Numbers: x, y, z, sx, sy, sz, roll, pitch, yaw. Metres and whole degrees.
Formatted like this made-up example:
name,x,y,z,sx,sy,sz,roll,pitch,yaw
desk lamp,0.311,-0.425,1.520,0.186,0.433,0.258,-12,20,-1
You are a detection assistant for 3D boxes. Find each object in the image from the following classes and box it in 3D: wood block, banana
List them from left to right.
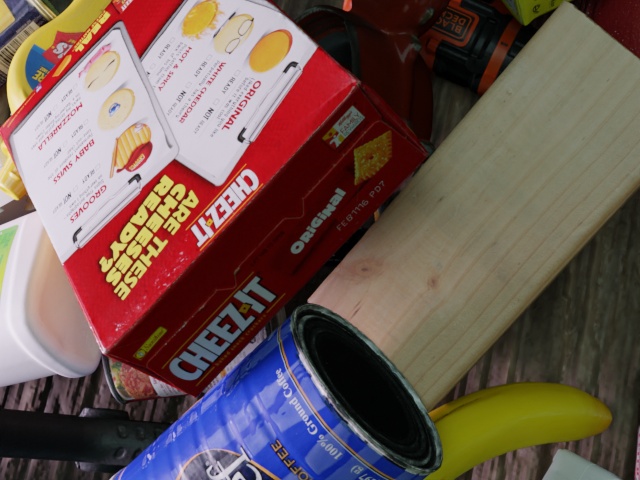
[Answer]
name,x,y,z,sx,sy,sz,roll,pitch,yaw
banana,0.081,0.120,0.591,0.197,0.037,0.069,-28,113,-24
wood block,0.101,-0.016,0.581,0.090,0.090,0.206,43,104,11

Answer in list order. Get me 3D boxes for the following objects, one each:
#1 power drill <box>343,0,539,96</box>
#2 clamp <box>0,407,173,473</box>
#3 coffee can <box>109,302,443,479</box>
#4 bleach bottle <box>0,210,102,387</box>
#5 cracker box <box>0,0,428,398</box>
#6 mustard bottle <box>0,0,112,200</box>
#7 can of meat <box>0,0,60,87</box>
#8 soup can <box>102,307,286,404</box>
name,x,y,z,sx,sy,sz,roll,pitch,yaw
power drill,0.131,-0.179,0.674,0.184,0.057,0.187,26,83,8
clamp,-0.129,0.114,0.609,0.209,0.165,0.036,8,80,-13
coffee can,-0.025,0.115,0.528,0.140,0.102,0.103,-43,76,16
bleach bottle,-0.245,0.059,0.650,0.251,0.068,0.102,-18,46,23
cracker box,-0.067,-0.051,0.549,0.164,0.072,0.214,-47,44,7
mustard bottle,-0.142,-0.106,0.680,0.096,0.058,0.191,34,74,-2
can of meat,-0.233,-0.155,0.723,0.084,0.057,0.102,-41,76,1
soup can,-0.074,0.060,0.651,0.102,0.068,0.068,-7,78,6
